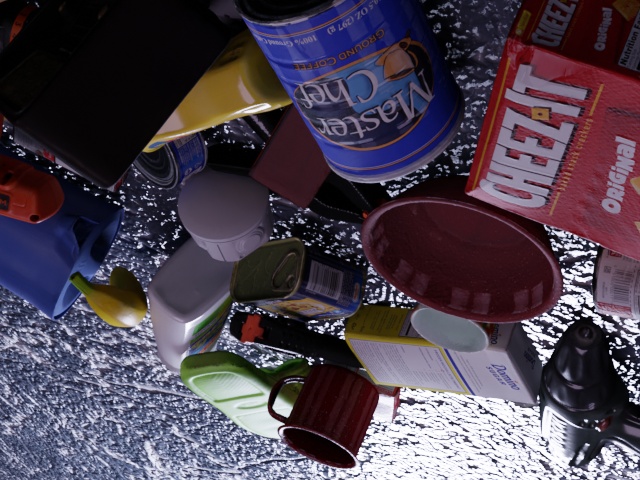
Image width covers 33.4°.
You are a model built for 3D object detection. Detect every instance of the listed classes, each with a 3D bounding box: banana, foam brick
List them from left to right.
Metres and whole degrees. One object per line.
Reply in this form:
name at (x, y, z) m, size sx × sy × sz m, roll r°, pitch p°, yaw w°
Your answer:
banana at (-0.200, 0.055, 1.071) m, size 0.069 × 0.037 × 0.198 m, roll 59°, pitch 179°, yaw 1°
foam brick at (-0.010, -0.074, 0.796) m, size 0.051 × 0.053 × 0.078 m, roll 31°, pitch 119°, yaw -5°

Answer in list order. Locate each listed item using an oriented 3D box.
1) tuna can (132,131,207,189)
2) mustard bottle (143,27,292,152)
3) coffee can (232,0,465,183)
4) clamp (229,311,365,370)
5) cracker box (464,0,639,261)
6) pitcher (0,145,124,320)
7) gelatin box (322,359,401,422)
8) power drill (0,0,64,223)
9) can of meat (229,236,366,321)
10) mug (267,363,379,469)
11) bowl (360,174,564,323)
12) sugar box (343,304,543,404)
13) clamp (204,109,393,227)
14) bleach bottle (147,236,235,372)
tuna can at (-0.136, -0.086, 0.900) m, size 0.086 × 0.033 × 0.086 m, roll 35°, pitch 147°, yaw 27°
mustard bottle at (-0.095, -0.105, 0.776) m, size 0.192 × 0.096 × 0.058 m, roll -13°, pitch 112°, yaw 38°
coffee can at (0.021, -0.120, 0.677) m, size 0.103 × 0.102 × 0.140 m, roll 4°, pitch 144°, yaw 34°
clamp at (-0.023, 0.098, 1.064) m, size 0.165 × 0.036 × 0.210 m, roll 14°, pitch 176°, yaw 13°
cracker box at (0.208, -0.057, 0.659) m, size 0.214 × 0.072 × 0.164 m, roll 21°, pitch 150°, yaw 11°
pitcher at (-0.335, -0.028, 1.094) m, size 0.243 × 0.145 × 0.149 m, roll 31°, pitch 109°, yaw 0°
gelatin box at (0.045, 0.164, 1.188) m, size 0.089 × 0.030 × 0.073 m, roll 20°, pitch 150°, yaw 13°
power drill at (-0.255, -0.111, 0.900) m, size 0.184 × 0.057 × 0.188 m, roll 17°, pitch 122°, yaw 12°
can of meat at (-0.020, 0.039, 0.993) m, size 0.083 × 0.057 × 0.102 m, roll 22°, pitch 159°, yaw -37°
mug at (0.001, 0.180, 1.131) m, size 0.117 × 0.081 × 0.093 m, roll 19°, pitch 152°, yaw 13°
bowl at (0.116, -0.002, 0.835) m, size 0.162 × 0.055 × 0.162 m, roll 18°, pitch 149°, yaw 11°
sugar box at (0.118, 0.107, 1.025) m, size 0.176 × 0.048 × 0.093 m, roll 1°, pitch 142°, yaw 32°
clamp at (-0.019, -0.068, 0.861) m, size 0.171 × 0.039 × 0.120 m, roll 23°, pitch 154°, yaw 9°
bleach bottle at (-0.134, 0.082, 1.152) m, size 0.068 × 0.102 × 0.251 m, roll 41°, pitch 159°, yaw 11°
